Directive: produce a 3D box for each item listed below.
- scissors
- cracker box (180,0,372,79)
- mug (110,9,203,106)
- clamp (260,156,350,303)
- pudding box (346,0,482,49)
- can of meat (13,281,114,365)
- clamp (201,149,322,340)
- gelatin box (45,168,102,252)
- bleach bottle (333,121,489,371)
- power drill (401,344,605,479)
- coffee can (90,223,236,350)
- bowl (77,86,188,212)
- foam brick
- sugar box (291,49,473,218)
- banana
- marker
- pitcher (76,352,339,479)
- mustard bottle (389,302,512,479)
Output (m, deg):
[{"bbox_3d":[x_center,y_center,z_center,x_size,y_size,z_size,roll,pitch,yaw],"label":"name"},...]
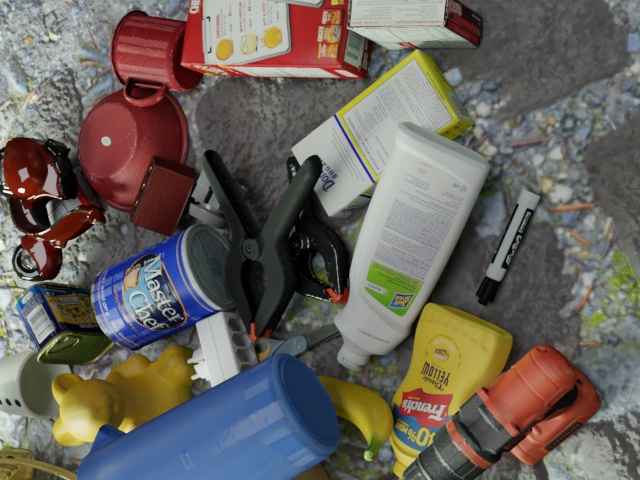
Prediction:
[{"bbox_3d":[-0.025,0.133,1.160,0.202,0.016,0.096,-8,82,29],"label":"scissors"},{"bbox_3d":[-0.041,-0.265,1.184,0.214,0.072,0.164,6,87,31],"label":"cracker box"},{"bbox_3d":[-0.190,-0.209,1.248,0.082,0.093,0.117,12,68,26],"label":"mug"},{"bbox_3d":[-0.029,0.007,1.165,0.120,0.039,0.171,-42,63,31],"label":"clamp"},{"bbox_3d":[0.097,-0.223,1.089,0.114,0.089,0.039,4,87,30],"label":"pudding box"},{"bbox_3d":[-0.307,0.099,1.277,0.057,0.101,0.084,-43,64,19],"label":"can of meat"},{"bbox_3d":[-0.057,0.001,1.139,0.165,0.036,0.210,-2,94,41],"label":"clamp"},{"bbox_3d":[-0.323,-0.036,1.342,0.089,0.030,0.073,-43,67,18],"label":"gelatin box"},{"bbox_3d":[0.073,0.015,1.070,0.102,0.068,0.251,25,106,0],"label":"bleach bottle"},{"bbox_3d":[0.168,0.167,0.947,0.185,0.187,0.057,-44,67,16],"label":"power drill"},{"bbox_3d":[-0.172,0.054,1.203,0.140,0.102,0.103,-24,73,25],"label":"coffee can"},{"bbox_3d":[-0.240,-0.117,1.289,0.162,0.055,0.162,-4,82,30],"label":"bowl"},{"bbox_3d":[-0.183,-0.052,1.237,0.053,0.051,0.078,-123,55,-71],"label":"foam brick"},{"bbox_3d":[0.063,-0.109,1.121,0.176,0.048,0.093,-36,70,24],"label":"sugar box"},{"bbox_3d":[0.014,0.168,1.090,0.198,0.069,0.037,16,116,53],"label":"banana"},{"bbox_3d":[0.183,0.008,1.053,0.020,0.020,0.121,27,98,29],"label":"marker"},{"bbox_3d":[-0.101,0.219,1.030,0.243,0.149,0.145,-32,28,18],"label":"pitcher"},{"bbox_3d":[0.115,0.165,1.051,0.096,0.058,0.192,23,97,40],"label":"mustard bottle"}]
